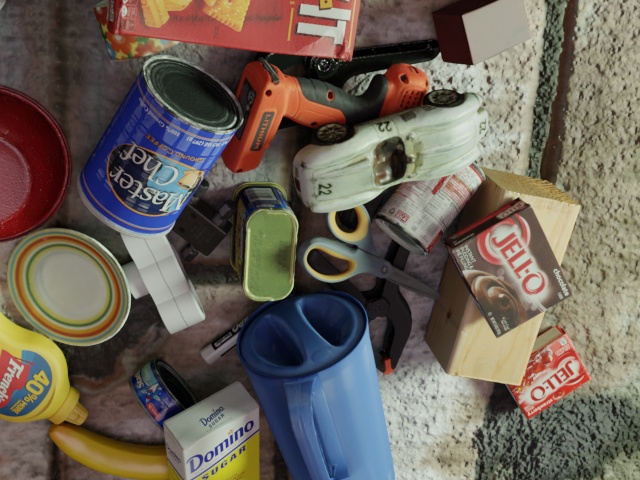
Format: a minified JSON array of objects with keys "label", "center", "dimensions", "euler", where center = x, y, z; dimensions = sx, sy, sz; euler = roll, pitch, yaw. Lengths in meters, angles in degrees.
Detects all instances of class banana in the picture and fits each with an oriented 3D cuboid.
[{"label":"banana","center":[-0.194,0.227,1.155],"dimensions":[0.197,0.037,0.070],"euler":[3,106,-16]}]

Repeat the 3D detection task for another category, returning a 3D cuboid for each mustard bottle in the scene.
[{"label":"mustard bottle","center":[-0.317,0.130,1.082],"dimensions":[0.191,0.058,0.096],"euler":[39,100,-22]}]

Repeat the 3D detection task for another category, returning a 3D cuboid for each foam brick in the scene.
[{"label":"foam brick","center":[0.157,-0.210,1.044],"dimensions":[0.078,0.051,0.053],"euler":[-27,115,-23]}]

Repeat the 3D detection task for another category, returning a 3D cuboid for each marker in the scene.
[{"label":"marker","center":[-0.075,0.090,1.138],"dimensions":[0.121,0.020,0.020],"euler":[-37,113,3]}]

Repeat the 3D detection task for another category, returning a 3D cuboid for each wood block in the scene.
[{"label":"wood block","center":[0.189,0.037,1.135],"dimensions":[0.090,0.091,0.206],"euler":[10,108,-15]}]

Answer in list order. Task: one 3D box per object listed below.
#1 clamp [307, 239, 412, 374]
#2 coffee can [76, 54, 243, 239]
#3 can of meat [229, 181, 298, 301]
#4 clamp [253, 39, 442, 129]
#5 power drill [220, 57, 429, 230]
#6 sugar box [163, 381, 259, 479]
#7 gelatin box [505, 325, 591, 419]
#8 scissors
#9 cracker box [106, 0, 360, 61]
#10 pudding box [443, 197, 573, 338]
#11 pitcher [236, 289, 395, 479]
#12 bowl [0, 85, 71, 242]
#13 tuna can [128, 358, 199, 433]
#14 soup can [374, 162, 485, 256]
[{"label":"clamp","center":[0.064,0.059,1.147],"dimensions":[0.120,0.039,0.171],"euler":[-21,113,-1]},{"label":"coffee can","center":[-0.150,-0.085,0.989],"dimensions":[0.102,0.103,0.140],"euler":[26,123,-20]},{"label":"can of meat","center":[-0.057,0.001,1.074],"dimensions":[0.057,0.084,0.102],"euler":[0,110,-12]},{"label":"clamp","center":[0.009,-0.176,1.047],"dimensions":[0.164,0.036,0.210],"euler":[37,102,-28]},{"label":"power drill","center":[0.000,-0.096,1.042],"dimensions":[0.187,0.057,0.185],"euler":[4,120,-29]},{"label":"sugar box","center":[-0.111,0.232,1.117],"dimensions":[0.093,0.048,0.176],"euler":[-27,145,-25]},{"label":"gelatin box","center":[0.256,0.151,1.225],"dimensions":[0.089,0.030,0.073],"euler":[-32,113,2]},{"label":"scissors","center":[0.061,0.009,1.092],"dimensions":[0.201,0.016,0.096],"euler":[7,100,-39]},{"label":"cracker box","center":[-0.069,-0.247,0.913],"dimensions":[0.213,0.072,0.164],"euler":[4,106,-15]},{"label":"pudding box","center":[0.186,0.027,1.059],"dimensions":[0.090,0.039,0.113],"euler":[-30,113,1]},{"label":"pitcher","center":[0.005,0.186,1.109],"dimensions":[0.149,0.145,0.243],"euler":[-37,130,-29]},{"label":"bowl","center":[-0.319,-0.064,1.010],"dimensions":[0.162,0.055,0.162],"euler":[-4,110,-10]},{"label":"tuna can","center":[-0.159,0.165,1.113],"dimensions":[0.034,0.086,0.086],"euler":[-39,113,3]},{"label":"soup can","center":[0.111,-0.043,1.088],"dimensions":[0.068,0.069,0.102],"euler":[40,82,-22]}]
